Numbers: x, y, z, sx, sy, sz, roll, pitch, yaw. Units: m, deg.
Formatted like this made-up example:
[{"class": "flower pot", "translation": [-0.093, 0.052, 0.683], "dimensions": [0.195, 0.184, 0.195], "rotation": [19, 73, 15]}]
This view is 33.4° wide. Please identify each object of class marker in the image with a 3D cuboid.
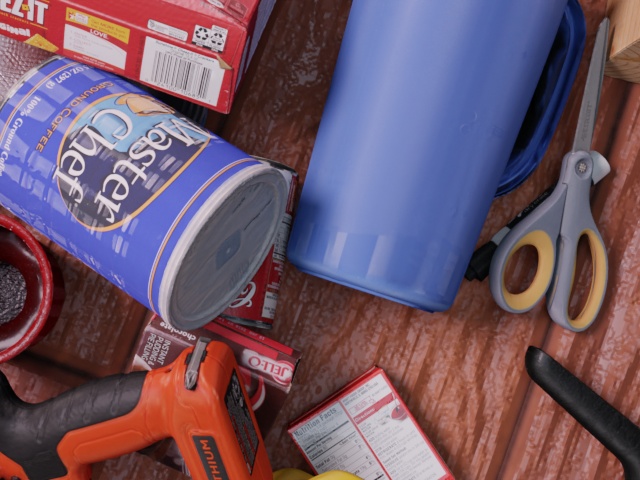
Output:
[{"class": "marker", "translation": [0.142, -0.015, 0.708], "dimensions": [0.121, 0.020, 0.020], "rotation": [-40, 89, -5]}]

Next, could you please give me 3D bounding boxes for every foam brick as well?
[{"class": "foam brick", "translation": [-0.184, -0.111, 0.681], "dimensions": [0.053, 0.051, 0.078], "rotation": [5, 85, -4]}]

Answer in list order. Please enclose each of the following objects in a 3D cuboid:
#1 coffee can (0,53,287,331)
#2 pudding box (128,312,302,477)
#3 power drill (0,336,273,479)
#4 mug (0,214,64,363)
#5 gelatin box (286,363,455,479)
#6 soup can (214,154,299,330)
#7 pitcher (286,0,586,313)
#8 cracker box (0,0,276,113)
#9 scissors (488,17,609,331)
[{"class": "coffee can", "translation": [-0.104, -0.029, 0.599], "dimensions": [0.140, 0.102, 0.103], "rotation": [32, 84, 19]}, {"class": "pudding box", "translation": [-0.071, 0.095, 0.646], "dimensions": [0.090, 0.114, 0.039], "rotation": [25, 41, 0]}, {"class": "power drill", "translation": [-0.126, 0.136, 0.602], "dimensions": [0.188, 0.057, 0.184], "rotation": [-11, 115, 9]}, {"class": "mug", "translation": [-0.213, 0.024, 0.653], "dimensions": [0.117, 0.081, 0.093], "rotation": [33, 84, -1]}, {"class": "gelatin box", "translation": [0.031, 0.136, 0.685], "dimensions": [0.073, 0.030, 0.089], "rotation": [-33, 88, -4]}, {"class": "soup can", "translation": [-0.054, 0.001, 0.671], "dimensions": [0.068, 0.068, 0.102], "rotation": [10, 84, -3]}, {"class": "pitcher", "translation": [0.073, -0.081, 0.663], "dimensions": [0.149, 0.145, 0.243], "rotation": [18, 88, 10]}, {"class": "cracker box", "translation": [-0.096, -0.191, 0.630], "dimensions": [0.164, 0.072, 0.213], "rotation": [19, 50, -2]}, {"class": "scissors", "translation": [0.148, -0.038, 0.682], "dimensions": [0.096, 0.016, 0.202], "rotation": [-8, 101, -23]}]
